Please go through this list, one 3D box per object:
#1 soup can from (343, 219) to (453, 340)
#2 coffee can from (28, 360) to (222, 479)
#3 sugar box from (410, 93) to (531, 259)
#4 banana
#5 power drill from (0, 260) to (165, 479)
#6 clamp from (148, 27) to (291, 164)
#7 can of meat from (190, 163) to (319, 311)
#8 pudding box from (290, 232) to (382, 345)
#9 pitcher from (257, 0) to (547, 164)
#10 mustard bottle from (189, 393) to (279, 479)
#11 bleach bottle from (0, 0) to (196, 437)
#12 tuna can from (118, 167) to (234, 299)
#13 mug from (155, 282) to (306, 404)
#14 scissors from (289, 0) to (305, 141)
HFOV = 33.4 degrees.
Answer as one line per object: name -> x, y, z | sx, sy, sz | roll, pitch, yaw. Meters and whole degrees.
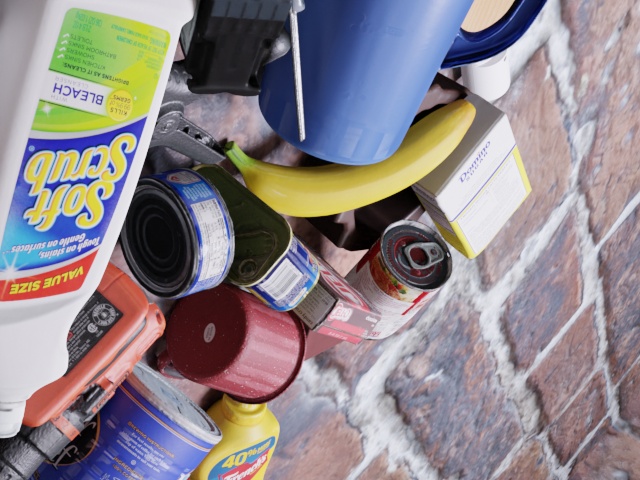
soup can -> 0.061, 0.036, 0.924 | 0.068, 0.068, 0.102 | -29, 166, -37
coffee can -> -0.158, 0.172, 0.817 | 0.140, 0.103, 0.102 | -51, 153, -3
sugar box -> 0.134, -0.053, 0.949 | 0.093, 0.048, 0.176 | -50, 152, -4
banana -> 0.027, -0.056, 0.805 | 0.197, 0.037, 0.070 | -13, 127, -14
power drill -> -0.172, 0.090, 0.686 | 0.184, 0.057, 0.188 | -51, 178, -19
clamp -> -0.103, -0.078, 0.672 | 0.171, 0.039, 0.120 | -18, 146, -35
can of meat -> -0.055, 0.001, 0.777 | 0.057, 0.102, 0.084 | -49, 155, -4
pudding box -> -0.012, 0.032, 0.865 | 0.039, 0.114, 0.090 | -52, 153, 6
pitcher -> 0.052, -0.169, 0.693 | 0.144, 0.149, 0.243 | -16, 140, -41
mustard bottle -> -0.086, 0.205, 1.014 | 0.096, 0.058, 0.192 | -16, 135, -38
bleach bottle -> -0.142, -0.021, 0.564 | 0.102, 0.068, 0.251 | 8, 96, -45
tuna can -> -0.099, -0.004, 0.718 | 0.033, 0.086, 0.086 | -18, 137, -44
mug -> -0.081, 0.085, 0.865 | 0.117, 0.093, 0.081 | -22, 155, 21
scissors -> -0.019, -0.166, 0.648 | 0.016, 0.096, 0.202 | -3, 137, 1
